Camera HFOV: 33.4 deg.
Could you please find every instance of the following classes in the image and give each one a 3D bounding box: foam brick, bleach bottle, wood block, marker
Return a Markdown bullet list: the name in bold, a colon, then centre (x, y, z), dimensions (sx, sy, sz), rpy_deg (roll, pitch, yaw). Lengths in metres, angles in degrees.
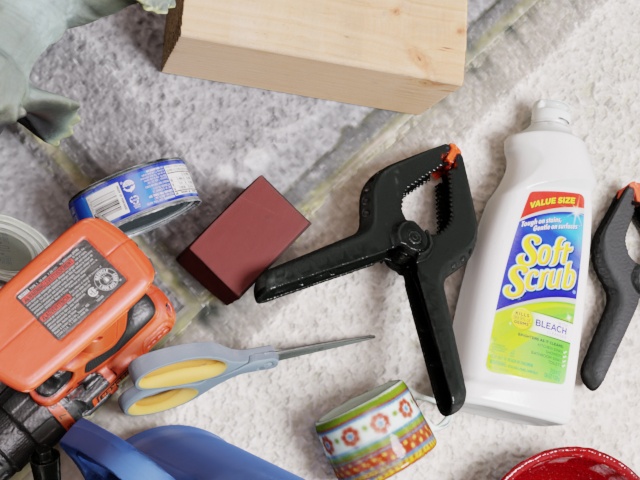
- **foam brick**: centre (-0.055, 0.001, 0.761), dimensions (0.051, 0.053, 0.078), rpy_deg (45, 72, -6)
- **bleach bottle**: centre (0.155, 0.010, 0.818), dimensions (0.102, 0.068, 0.251), rpy_deg (14, 75, -15)
- **wood block**: centre (-0.005, -0.160, 0.782), dimensions (0.205, 0.091, 0.090), rpy_deg (7, 79, -15)
- **marker**: centre (-0.170, 0.181, 0.681), dimensions (0.020, 0.020, 0.121), rpy_deg (-10, 119, -18)

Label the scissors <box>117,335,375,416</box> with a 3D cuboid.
- **scissors**: centre (-0.057, 0.093, 0.756), dimensions (0.201, 0.096, 0.016), rpy_deg (3, 56, -46)

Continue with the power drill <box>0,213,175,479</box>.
- **power drill**: centre (-0.163, 0.073, 0.649), dimensions (0.057, 0.188, 0.184), rpy_deg (41, 69, 6)

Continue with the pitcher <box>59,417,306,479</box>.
- **pitcher**: centre (-0.062, 0.179, 0.626), dimensions (0.149, 0.243, 0.145), rpy_deg (0, 86, -25)

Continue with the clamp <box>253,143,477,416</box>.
- **clamp**: centre (0.067, 0.015, 0.773), dimensions (0.164, 0.036, 0.209), rpy_deg (38, 55, -2)

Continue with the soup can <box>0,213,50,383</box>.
- **soup can**: centre (-0.215, 0.041, 0.672), dimensions (0.068, 0.068, 0.102), rpy_deg (27, 119, -11)

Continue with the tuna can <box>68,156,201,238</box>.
- **tuna can**: centre (-0.127, -0.025, 0.727), dimensions (0.086, 0.086, 0.034), rpy_deg (-22, 87, -19)
